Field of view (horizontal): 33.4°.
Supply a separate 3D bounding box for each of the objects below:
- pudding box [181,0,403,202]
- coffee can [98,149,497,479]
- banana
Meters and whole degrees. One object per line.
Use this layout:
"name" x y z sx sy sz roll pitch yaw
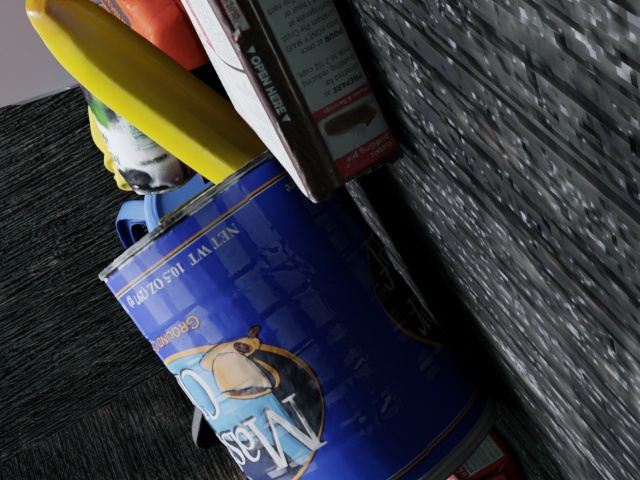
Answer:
"pudding box" -0.021 -0.074 0.374 0.090 0.039 0.113 62 177 -29
"coffee can" -0.009 0.041 0.442 0.140 0.103 0.103 54 175 -2
"banana" -0.055 -0.056 0.510 0.197 0.037 0.070 35 168 -21
